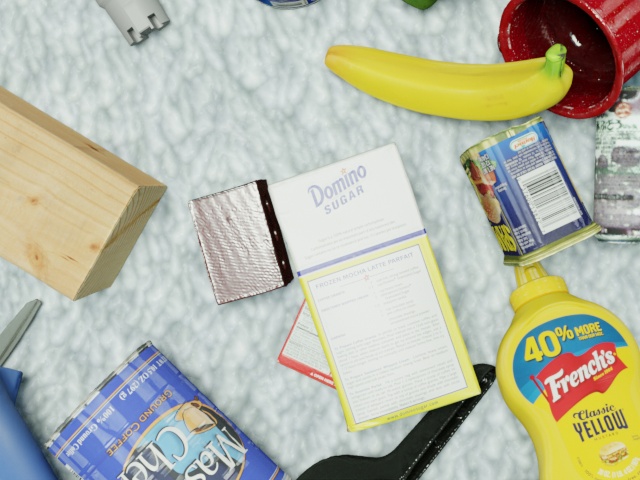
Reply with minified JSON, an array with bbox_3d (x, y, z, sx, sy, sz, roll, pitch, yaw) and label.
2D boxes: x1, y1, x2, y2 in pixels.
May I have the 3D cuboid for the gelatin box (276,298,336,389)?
[{"bbox_3d":[0.020,0.061,0.760,0.073,0.030,0.089,24,92,3],"label":"gelatin box"}]

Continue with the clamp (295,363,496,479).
[{"bbox_3d":[0.048,0.174,0.735,0.210,0.036,0.164,-13,54,13],"label":"clamp"}]

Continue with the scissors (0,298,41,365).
[{"bbox_3d":[-0.288,0.117,0.797,0.096,0.016,0.202,24,95,3],"label":"scissors"}]

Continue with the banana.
[{"bbox_3d":[0.091,-0.108,0.706,0.069,0.198,0.037,50,61,-37],"label":"banana"}]

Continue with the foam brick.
[{"bbox_3d":[-0.055,0.001,0.751,0.051,0.053,0.078,-15,93,5],"label":"foam brick"}]

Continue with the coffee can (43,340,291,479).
[{"bbox_3d":[-0.105,0.154,0.740,0.140,0.103,0.103,44,96,1],"label":"coffee can"}]

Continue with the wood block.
[{"bbox_3d":[-0.225,-0.053,0.743,0.206,0.091,0.090,31,95,2],"label":"wood block"}]

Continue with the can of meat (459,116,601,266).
[{"bbox_3d":[0.136,-0.032,0.710,0.057,0.102,0.084,-25,89,1],"label":"can of meat"}]

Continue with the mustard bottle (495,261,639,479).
[{"bbox_3d":[0.171,0.098,0.712,0.096,0.058,0.192,-17,64,-1],"label":"mustard bottle"}]

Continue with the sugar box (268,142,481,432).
[{"bbox_3d":[0.036,0.032,0.720,0.093,0.048,0.176,-18,85,2],"label":"sugar box"}]

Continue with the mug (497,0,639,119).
[{"bbox_3d":[0.170,-0.140,0.701,0.081,0.117,0.093,-39,116,-28],"label":"mug"}]
